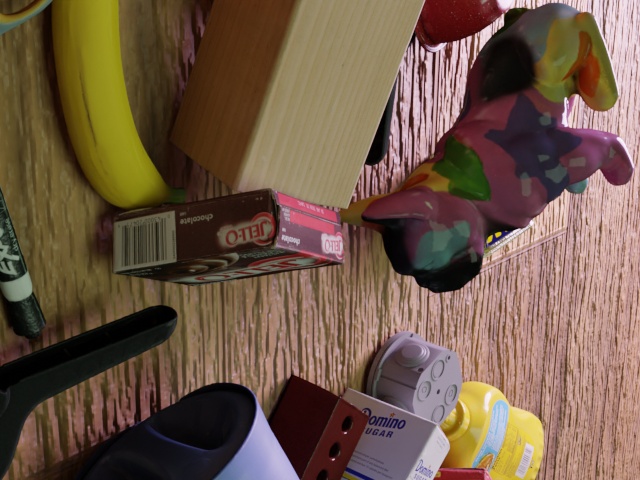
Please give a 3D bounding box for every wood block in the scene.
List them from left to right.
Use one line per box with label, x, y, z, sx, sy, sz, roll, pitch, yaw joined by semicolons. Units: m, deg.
wood block;-0.006;-0.134;0.638;0.090;0.090;0.206;7;110;-38

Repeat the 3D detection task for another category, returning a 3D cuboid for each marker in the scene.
marker;-0.174;0.003;0.583;0.020;0.020;0.121;-36;129;-38

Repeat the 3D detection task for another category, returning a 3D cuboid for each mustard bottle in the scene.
mustard bottle;0.148;0.186;1.008;0.191;0.058;0.096;38;72;-50

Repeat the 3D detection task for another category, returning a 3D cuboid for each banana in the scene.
banana;-0.122;-0.091;0.604;0.069;0.037;0.198;-64;151;-53

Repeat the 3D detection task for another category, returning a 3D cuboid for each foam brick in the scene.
foam brick;-0.008;0.152;0.811;0.053;0.051;0.078;41;70;-49

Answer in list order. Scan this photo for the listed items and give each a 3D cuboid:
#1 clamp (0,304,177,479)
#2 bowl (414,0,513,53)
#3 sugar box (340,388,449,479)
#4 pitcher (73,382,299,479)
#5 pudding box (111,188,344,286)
clamp;-0.177;0.080;0.572;0.164;0.036;0.210;36;81;-40
bowl;0.115;-0.218;0.791;0.162;0.055;0.162;11;90;-68
sugar box;0.019;0.210;0.832;0.176;0.093;0.048;-55;139;-22
pitcher;-0.043;0.224;0.664;0.149;0.145;0.243;-50;118;-43
pudding box;-0.054;0.001;0.639;0.089;0.114;0.039;17;68;-62
